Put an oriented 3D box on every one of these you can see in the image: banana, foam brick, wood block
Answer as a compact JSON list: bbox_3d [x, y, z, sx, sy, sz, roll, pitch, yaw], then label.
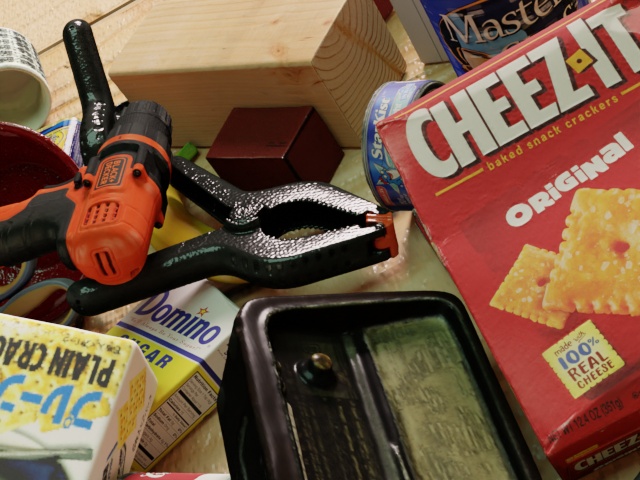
[{"bbox_3d":[-0.099,-0.017,0.796,0.069,0.037,0.198,-35,41,-1],"label":"banana"},{"bbox_3d":[-0.034,-0.063,0.786,0.078,0.051,0.053,5,55,38],"label":"foam brick"},{"bbox_3d":[-0.052,-0.134,0.836,0.206,0.090,0.090,4,53,37],"label":"wood block"}]

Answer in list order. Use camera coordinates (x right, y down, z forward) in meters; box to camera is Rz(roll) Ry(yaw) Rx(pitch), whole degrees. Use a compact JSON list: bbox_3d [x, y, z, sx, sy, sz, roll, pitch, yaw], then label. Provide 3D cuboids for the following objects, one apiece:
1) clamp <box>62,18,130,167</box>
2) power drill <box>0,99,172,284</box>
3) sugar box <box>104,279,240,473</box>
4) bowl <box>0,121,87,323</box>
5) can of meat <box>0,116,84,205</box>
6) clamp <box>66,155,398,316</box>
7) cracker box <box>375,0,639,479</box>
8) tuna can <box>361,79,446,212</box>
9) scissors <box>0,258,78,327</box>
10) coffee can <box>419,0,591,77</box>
[{"bbox_3d":[-0.177,-0.097,0.870,0.039,0.120,0.171,-23,46,10],"label":"clamp"},{"bbox_3d":[-0.193,-0.028,0.721,0.188,0.057,0.184,-12,33,9],"label":"power drill"},{"bbox_3d":[-0.123,0.100,0.694,0.176,0.048,0.093,-46,41,-10],"label":"sugar box"},{"bbox_3d":[-0.238,-0.014,0.831,0.162,0.162,0.055,-23,5,14],"label":"bowl"},{"bbox_3d":[-0.236,-0.050,0.907,0.102,0.057,0.084,-20,40,16],"label":"can of meat"},{"bbox_3d":[-0.055,0.001,0.703,0.210,0.036,0.164,6,41,26],"label":"clamp"},{"bbox_3d":[0.145,-0.009,0.553,0.164,0.072,0.214,-29,59,7],"label":"cracker box"},{"bbox_3d":[0.062,-0.061,0.692,0.034,0.086,0.086,2,53,33],"label":"tuna can"},{"bbox_3d":[-0.275,0.063,0.814,0.202,0.096,0.016,-23,4,12],"label":"scissors"},{"bbox_3d":[0.122,-0.158,0.701,0.103,0.140,0.103,-19,43,18],"label":"coffee can"}]
